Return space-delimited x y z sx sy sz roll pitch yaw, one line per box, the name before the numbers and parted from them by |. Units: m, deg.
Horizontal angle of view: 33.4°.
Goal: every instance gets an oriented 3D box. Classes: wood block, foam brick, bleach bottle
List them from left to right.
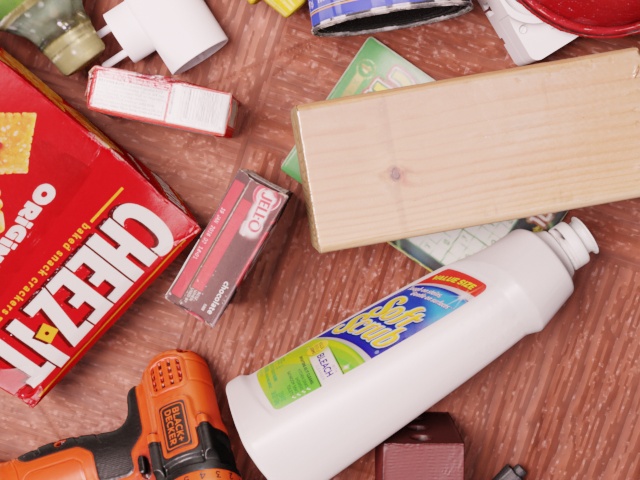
foam brick | 0.063 0.147 0.702 0.053 0.078 0.051 1 96 -2
bleach bottle | 0.063 0.063 0.686 0.251 0.103 0.068 -34 111 -1
wood block | 0.091 -0.056 0.666 0.206 0.090 0.091 -10 94 -3

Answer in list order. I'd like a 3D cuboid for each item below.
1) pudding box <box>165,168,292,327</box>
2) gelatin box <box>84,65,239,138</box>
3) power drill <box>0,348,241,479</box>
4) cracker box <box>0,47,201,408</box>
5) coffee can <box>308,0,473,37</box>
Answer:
pudding box | -0.054 0.001 0.670 0.039 0.113 0.090 31 94 -4
gelatin box | -0.099 -0.088 0.682 0.089 0.073 0.030 11 93 -2
power drill | -0.138 0.173 0.668 0.187 0.184 0.057 -21 138 3
cracker box | -0.204 -0.019 0.641 0.164 0.072 0.213 -46 124 3
coffee can | 0.035 -0.205 0.660 0.103 0.103 0.140 -9 95 -1
